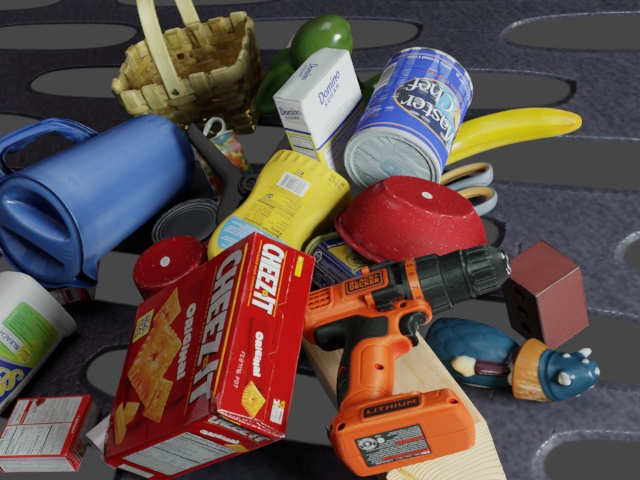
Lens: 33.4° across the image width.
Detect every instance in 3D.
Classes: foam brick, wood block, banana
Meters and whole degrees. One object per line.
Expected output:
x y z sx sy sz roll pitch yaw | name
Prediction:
0.199 0.051 0.951 0.051 0.078 0.053 -31 39 -14 | foam brick
0.062 0.134 0.907 0.090 0.091 0.206 -28 39 -6 | wood block
0.186 -0.111 1.181 0.198 0.037 0.069 -19 40 8 | banana

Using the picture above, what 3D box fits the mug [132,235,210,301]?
-0.135 0.043 1.117 0.117 0.081 0.093 -36 40 -17 | mug

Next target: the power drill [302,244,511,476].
0.072 0.086 0.840 0.184 0.057 0.187 -19 35 12 | power drill

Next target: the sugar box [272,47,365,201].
0.013 -0.110 1.151 0.048 0.176 0.093 13 50 36 | sugar box

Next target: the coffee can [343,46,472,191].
0.095 -0.122 1.129 0.103 0.103 0.140 2 46 27 | coffee can

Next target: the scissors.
0.102 -0.028 1.138 0.201 0.016 0.096 -27 33 -7 | scissors

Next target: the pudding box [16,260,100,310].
-0.305 0.037 1.240 0.090 0.039 0.113 -16 39 6 | pudding box

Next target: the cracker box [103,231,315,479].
-0.102 0.105 0.923 0.214 0.072 0.164 -31 42 49 | cracker box

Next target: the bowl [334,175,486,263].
0.097 -0.019 1.035 0.162 0.055 0.162 14 23 -6 | bowl

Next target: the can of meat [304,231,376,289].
0.048 0.030 1.048 0.101 0.057 0.084 -15 34 -30 | can of meat

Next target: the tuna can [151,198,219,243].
-0.147 -0.008 1.222 0.086 0.033 0.086 -13 39 11 | tuna can

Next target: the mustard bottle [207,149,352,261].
-0.057 0.002 1.075 0.096 0.058 0.191 28 70 24 | mustard bottle

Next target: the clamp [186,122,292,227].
-0.062 -0.063 1.182 0.165 0.036 0.210 -17 63 12 | clamp

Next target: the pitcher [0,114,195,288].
-0.257 -0.065 1.218 0.145 0.149 0.242 13 31 25 | pitcher

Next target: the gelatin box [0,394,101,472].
-0.269 0.191 1.048 0.089 0.030 0.073 -6 42 19 | gelatin box

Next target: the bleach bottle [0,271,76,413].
-0.360 0.155 1.094 0.068 0.102 0.250 2 50 39 | bleach bottle
